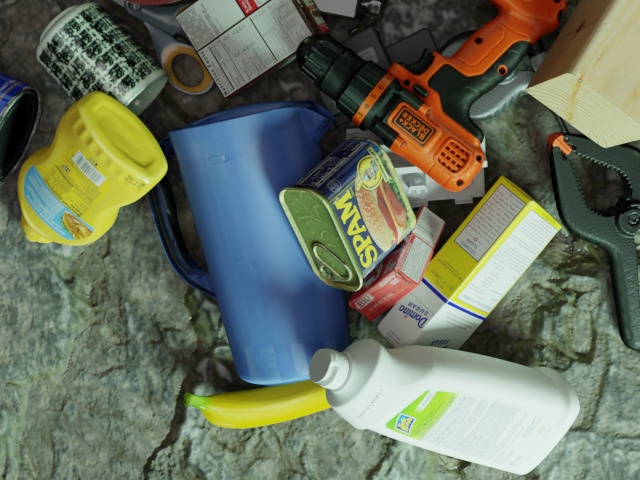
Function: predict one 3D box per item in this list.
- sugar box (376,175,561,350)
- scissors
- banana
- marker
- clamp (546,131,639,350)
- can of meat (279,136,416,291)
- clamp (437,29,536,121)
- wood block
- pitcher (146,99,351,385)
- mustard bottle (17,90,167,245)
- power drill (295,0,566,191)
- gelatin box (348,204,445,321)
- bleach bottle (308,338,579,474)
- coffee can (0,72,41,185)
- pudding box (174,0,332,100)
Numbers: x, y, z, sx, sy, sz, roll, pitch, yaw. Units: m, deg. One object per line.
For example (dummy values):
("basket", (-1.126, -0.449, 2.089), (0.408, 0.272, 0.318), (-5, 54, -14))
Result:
("sugar box", (0.133, 0.032, 0.952), (0.176, 0.093, 0.048), (-49, 59, 10))
("scissors", (-0.169, -0.198, 0.996), (0.202, 0.016, 0.096), (15, 98, 4))
("banana", (-0.025, 0.145, 0.998), (0.198, 0.069, 0.037), (-13, 70, 0))
("marker", (0.210, -0.138, 0.962), (0.020, 0.020, 0.121), (-26, 94, 8))
("clamp", (0.273, -0.011, 0.955), (0.210, 0.036, 0.164), (37, 99, -8))
("can of meat", (0.025, -0.024, 0.887), (0.083, 0.058, 0.102), (-43, 122, -31))
("clamp", (0.160, -0.164, 0.935), (0.171, 0.039, 0.120), (-13, 89, 1))
("wood block", (0.271, -0.190, 0.881), (0.090, 0.091, 0.206), (34, 83, -9))
("pitcher", (-0.056, 0.001, 0.958), (0.144, 0.149, 0.243), (-16, 99, -25))
("mustard bottle", (-0.222, -0.048, 0.966), (0.096, 0.058, 0.192), (47, 133, -8))
("power drill", (0.097, -0.162, 0.891), (0.184, 0.057, 0.187), (38, 93, 1))
("gelatin box", (0.067, 0.020, 0.947), (0.030, 0.089, 0.073), (38, 138, -11))
("bleach bottle", (0.102, 0.131, 0.915), (0.250, 0.068, 0.103), (21, 112, -32))
("coffee can", (-0.343, -0.123, 0.979), (0.140, 0.102, 0.103), (25, 98, 2))
("pudding box", (-0.061, -0.190, 0.944), (0.114, 0.039, 0.090), (-28, 97, 29))
